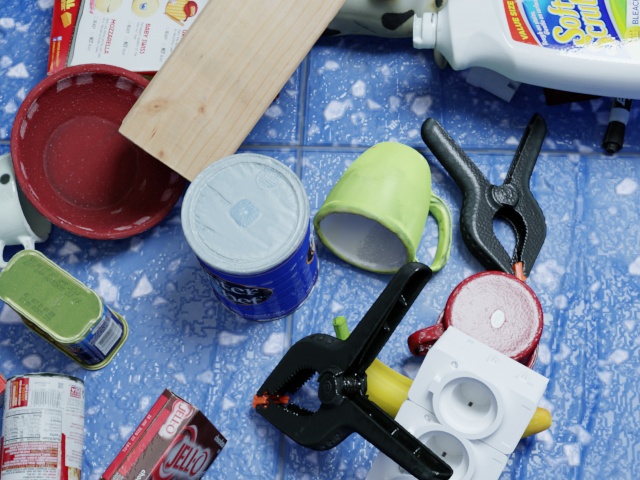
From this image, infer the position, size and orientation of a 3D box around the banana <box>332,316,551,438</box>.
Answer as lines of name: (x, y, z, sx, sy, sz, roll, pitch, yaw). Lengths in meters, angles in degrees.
banana: (0.091, 0.131, 0.893, 0.198, 0.070, 0.037, 23, 46, 4)

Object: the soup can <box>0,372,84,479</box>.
soup can: (-0.235, 0.168, 0.898, 0.068, 0.068, 0.102, -3, 69, 3)

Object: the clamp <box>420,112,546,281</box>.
clamp: (0.168, -0.042, 0.963, 0.120, 0.039, 0.171, -14, 76, -9)

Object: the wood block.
wood block: (-0.075, -0.156, 0.913, 0.090, 0.091, 0.206, 35, 97, -14)

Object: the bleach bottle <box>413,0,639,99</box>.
bleach bottle: (0.205, -0.169, 0.913, 0.251, 0.068, 0.102, 3, 71, 8)

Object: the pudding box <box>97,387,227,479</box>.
pudding box: (-0.125, 0.177, 0.863, 0.039, 0.113, 0.090, 32, 75, 17)

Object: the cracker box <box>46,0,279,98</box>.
cracker box: (-0.146, -0.218, 1.032, 0.213, 0.072, 0.164, -1, 70, 3)

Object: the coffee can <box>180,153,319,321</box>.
coffee can: (-0.056, 0.001, 0.908, 0.103, 0.140, 0.103, -1, 70, 3)

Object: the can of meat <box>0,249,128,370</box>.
can of meat: (-0.225, 0.060, 0.929, 0.102, 0.084, 0.057, 33, 75, 14)

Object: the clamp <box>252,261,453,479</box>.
clamp: (0.021, 0.106, 0.848, 0.210, 0.036, 0.164, -9, 76, 48)

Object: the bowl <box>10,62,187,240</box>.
bowl: (-0.203, -0.076, 0.973, 0.161, 0.055, 0.162, 4, 80, -23)

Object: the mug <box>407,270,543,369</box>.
mug: (0.131, 0.077, 0.899, 0.117, 0.081, 0.093, -8, 70, 1)
